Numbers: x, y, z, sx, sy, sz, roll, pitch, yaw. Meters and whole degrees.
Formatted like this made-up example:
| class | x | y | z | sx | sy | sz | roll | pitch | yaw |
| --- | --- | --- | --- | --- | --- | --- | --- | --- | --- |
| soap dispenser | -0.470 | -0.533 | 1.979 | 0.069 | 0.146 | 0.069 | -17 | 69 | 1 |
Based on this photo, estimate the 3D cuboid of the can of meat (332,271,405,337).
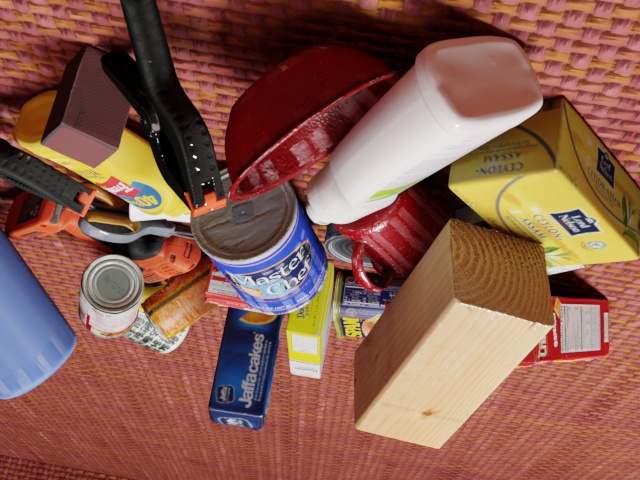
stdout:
| class | x | y | z | sx | sy | sz | roll | pitch | yaw |
| --- | --- | --- | --- | --- | --- | --- | --- | --- | --- |
| can of meat | 0.062 | 0.079 | 1.238 | 0.084 | 0.057 | 0.102 | 4 | 157 | 8 |

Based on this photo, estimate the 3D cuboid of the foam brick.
| class | x | y | z | sx | sy | sz | roll | pitch | yaw |
| --- | --- | --- | --- | --- | --- | --- | --- | --- | --- |
| foam brick | -0.188 | -0.109 | 0.875 | 0.053 | 0.078 | 0.051 | 25 | 154 | -25 |

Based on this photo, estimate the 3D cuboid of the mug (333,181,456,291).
| class | x | y | z | sx | sy | sz | roll | pitch | yaw |
| --- | --- | --- | --- | --- | --- | --- | --- | --- | --- |
| mug | 0.058 | -0.012 | 0.952 | 0.093 | 0.117 | 0.081 | 7 | 156 | 43 |

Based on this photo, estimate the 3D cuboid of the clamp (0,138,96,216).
| class | x | y | z | sx | sy | sz | roll | pitch | yaw |
| --- | --- | --- | --- | --- | --- | --- | --- | --- | --- |
| clamp | -0.305 | -0.081 | 0.962 | 0.210 | 0.036 | 0.164 | 25 | 171 | 0 |

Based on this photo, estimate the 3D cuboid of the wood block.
| class | x | y | z | sx | sy | sz | roll | pitch | yaw |
| --- | --- | --- | --- | --- | --- | --- | --- | --- | --- |
| wood block | 0.109 | 0.087 | 0.931 | 0.090 | 0.090 | 0.206 | 16 | 137 | -15 |

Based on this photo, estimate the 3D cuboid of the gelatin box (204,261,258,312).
| class | x | y | z | sx | sy | sz | roll | pitch | yaw |
| --- | --- | --- | --- | --- | --- | --- | --- | --- | --- |
| gelatin box | -0.079 | 0.029 | 1.138 | 0.073 | 0.089 | 0.030 | 11 | 157 | -1 |

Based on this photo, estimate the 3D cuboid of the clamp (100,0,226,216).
| class | x | y | z | sx | sy | sz | roll | pitch | yaw |
| --- | --- | --- | --- | --- | --- | --- | --- | --- | --- |
| clamp | -0.115 | -0.103 | 0.790 | 0.039 | 0.171 | 0.120 | -26 | 163 | -20 |

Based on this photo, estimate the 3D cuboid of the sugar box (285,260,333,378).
| class | x | y | z | sx | sy | sz | roll | pitch | yaw |
| --- | --- | --- | --- | --- | --- | --- | --- | --- | --- |
| sugar box | -0.012 | 0.094 | 1.258 | 0.048 | 0.093 | 0.176 | 11 | 157 | 2 |

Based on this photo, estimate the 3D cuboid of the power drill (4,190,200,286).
| class | x | y | z | sx | sy | sz | roll | pitch | yaw |
| --- | --- | --- | --- | --- | --- | --- | --- | --- | --- |
| power drill | -0.251 | 0.000 | 1.195 | 0.187 | 0.057 | 0.185 | 24 | 154 | -34 |

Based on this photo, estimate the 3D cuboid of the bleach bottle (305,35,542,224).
| class | x | y | z | sx | sy | sz | roll | pitch | yaw |
| --- | --- | --- | --- | --- | --- | --- | --- | --- | --- |
| bleach bottle | 0.054 | -0.068 | 0.823 | 0.102 | 0.068 | 0.251 | -14 | 168 | -35 |

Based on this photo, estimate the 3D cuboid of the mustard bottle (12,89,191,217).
| class | x | y | z | sx | sy | sz | roll | pitch | yaw |
| --- | --- | --- | --- | --- | --- | --- | --- | --- | --- |
| mustard bottle | -0.182 | -0.070 | 0.989 | 0.096 | 0.058 | 0.191 | 2 | 158 | 44 |

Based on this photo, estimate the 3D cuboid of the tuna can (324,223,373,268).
| class | x | y | z | sx | sy | sz | roll | pitch | yaw |
| --- | --- | --- | --- | --- | --- | --- | --- | --- | --- |
| tuna can | 0.047 | -0.003 | 1.077 | 0.086 | 0.033 | 0.086 | 9 | 158 | 4 |

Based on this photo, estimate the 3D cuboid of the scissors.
| class | x | y | z | sx | sy | sz | roll | pitch | yaw |
| --- | --- | --- | --- | --- | --- | --- | --- | --- | --- |
| scissors | -0.181 | -0.026 | 1.131 | 0.201 | 0.096 | 0.016 | 0 | 131 | -52 |

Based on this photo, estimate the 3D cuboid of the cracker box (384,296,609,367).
| class | x | y | z | sx | sy | sz | roll | pitch | yaw |
| --- | --- | --- | --- | --- | --- | --- | --- | --- | --- |
| cracker box | 0.189 | 0.095 | 1.114 | 0.164 | 0.072 | 0.213 | -4 | 175 | 33 |

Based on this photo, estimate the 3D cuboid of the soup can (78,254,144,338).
| class | x | y | z | sx | sy | sz | roll | pitch | yaw |
| --- | --- | --- | --- | --- | --- | --- | --- | --- | --- |
| soup can | -0.229 | 0.062 | 1.166 | 0.068 | 0.068 | 0.102 | 14 | 158 | -8 |

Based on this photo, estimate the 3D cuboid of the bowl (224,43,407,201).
| class | x | y | z | sx | sy | sz | roll | pitch | yaw |
| --- | --- | --- | --- | --- | --- | --- | --- | --- | --- |
| bowl | -0.015 | -0.096 | 0.791 | 0.055 | 0.161 | 0.162 | 56 | 154 | 5 |

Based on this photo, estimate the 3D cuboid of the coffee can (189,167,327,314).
| class | x | y | z | sx | sy | sz | roll | pitch | yaw |
| --- | --- | --- | --- | --- | --- | --- | --- | --- | --- |
| coffee can | -0.057 | 0.001 | 1.044 | 0.103 | 0.103 | 0.140 | 4 | 157 | 16 |

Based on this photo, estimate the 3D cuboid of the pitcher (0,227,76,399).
| class | x | y | z | sx | sy | sz | roll | pitch | yaw |
| --- | --- | --- | --- | --- | --- | --- | --- | --- | --- |
| pitcher | -0.371 | 0.043 | 1.138 | 0.145 | 0.149 | 0.242 | -14 | 117 | 45 |
